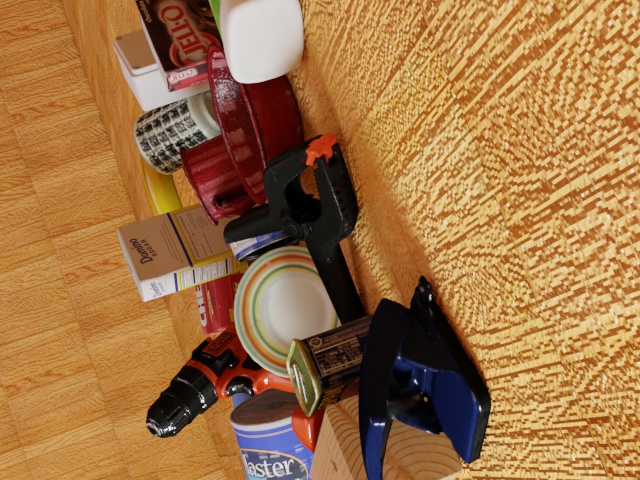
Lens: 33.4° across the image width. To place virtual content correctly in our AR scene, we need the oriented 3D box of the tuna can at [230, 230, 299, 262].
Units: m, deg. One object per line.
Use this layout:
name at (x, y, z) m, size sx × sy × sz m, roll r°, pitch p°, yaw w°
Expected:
tuna can at (-0.052, -0.008, 1.089) m, size 0.086 × 0.086 × 0.034 m, roll 132°, pitch 117°, yaw -75°

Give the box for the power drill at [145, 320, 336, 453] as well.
power drill at (-0.062, 0.152, 1.083) m, size 0.188 × 0.184 × 0.057 m, roll 14°, pitch 134°, yaw 34°

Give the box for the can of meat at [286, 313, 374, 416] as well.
can of meat at (0.020, 0.112, 0.967) m, size 0.102 × 0.083 × 0.057 m, roll 106°, pitch 144°, yaw -67°

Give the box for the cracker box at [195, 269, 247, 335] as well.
cracker box at (-0.129, 0.041, 1.440) m, size 0.214 × 0.072 × 0.164 m, roll 149°, pitch 113°, yaw -76°

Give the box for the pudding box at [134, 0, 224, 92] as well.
pudding box at (-0.139, -0.220, 1.143) m, size 0.039 × 0.090 × 0.113 m, roll 91°, pitch 157°, yaw -56°

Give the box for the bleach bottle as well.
bleach bottle at (-0.087, -0.264, 0.946) m, size 0.102 × 0.068 × 0.251 m, roll 90°, pitch 160°, yaw -57°

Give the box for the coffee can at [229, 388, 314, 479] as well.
coffee can at (-0.030, 0.240, 1.149) m, size 0.103 × 0.102 × 0.140 m, roll -156°, pitch 50°, yaw -72°

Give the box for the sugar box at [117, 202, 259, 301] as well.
sugar box at (-0.143, 0.003, 1.269) m, size 0.048 × 0.176 × 0.093 m, roll 89°, pitch 158°, yaw -51°

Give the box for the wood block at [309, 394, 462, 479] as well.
wood block at (0.051, 0.207, 0.959) m, size 0.206 × 0.090 × 0.091 m, roll 99°, pitch 151°, yaw -63°

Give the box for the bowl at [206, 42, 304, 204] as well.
bowl at (-0.058, -0.119, 1.030) m, size 0.162 × 0.055 × 0.162 m, roll 162°, pitch 90°, yaw -77°

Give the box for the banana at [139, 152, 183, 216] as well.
banana at (-0.197, -0.075, 1.368) m, size 0.037 × 0.069 × 0.198 m, roll -18°, pitch 80°, yaw 37°

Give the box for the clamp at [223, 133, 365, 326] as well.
clamp at (-0.006, -0.011, 0.951) m, size 0.164 × 0.036 × 0.210 m, roll 38°, pitch 146°, yaw 9°

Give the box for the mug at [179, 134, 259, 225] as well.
mug at (-0.092, -0.067, 1.134) m, size 0.117 × 0.081 × 0.093 m, roll -111°, pitch -5°, yaw -53°
